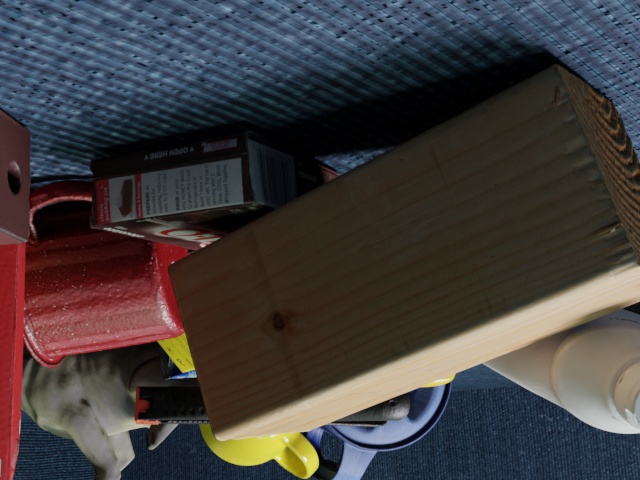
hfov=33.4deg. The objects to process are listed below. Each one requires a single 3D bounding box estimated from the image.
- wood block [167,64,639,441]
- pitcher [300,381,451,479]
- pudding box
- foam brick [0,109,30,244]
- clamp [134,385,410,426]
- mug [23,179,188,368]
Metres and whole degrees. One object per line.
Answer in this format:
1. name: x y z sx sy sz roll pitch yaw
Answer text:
1. wood block: 0.044 0.014 0.485 0.206 0.091 0.090 -26 162 27
2. pitcher: 0.016 0.137 1.043 0.149 0.145 0.243 -29 -175 -18
3. pudding box: -0.049 -0.021 0.543 0.090 0.039 0.113 -8 168 23
4. foam brick: -0.158 -0.029 0.439 0.051 0.053 0.078 -5 169 8
5. clamp: -0.035 0.125 0.808 0.210 0.036 0.165 2 167 -8
6. mug: -0.123 0.012 0.598 0.081 0.093 0.117 -9 131 6
